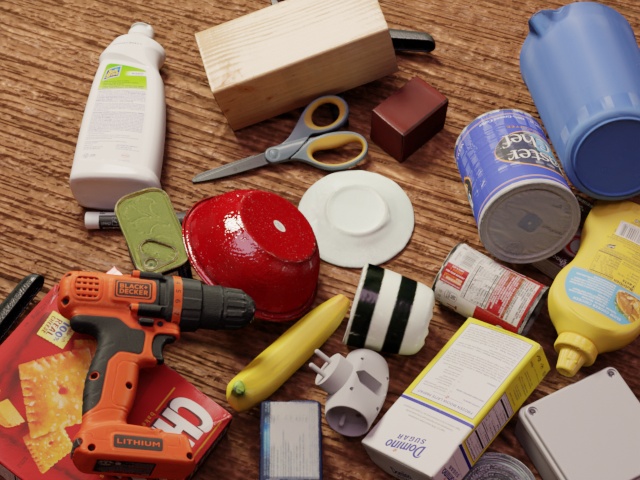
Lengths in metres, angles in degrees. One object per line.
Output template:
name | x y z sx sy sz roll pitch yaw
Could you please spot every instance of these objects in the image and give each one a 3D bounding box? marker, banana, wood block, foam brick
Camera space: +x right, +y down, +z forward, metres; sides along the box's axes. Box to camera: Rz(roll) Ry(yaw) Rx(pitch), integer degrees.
marker | -0.196 -0.022 1.166 0.121 0.020 0.020 0 58 0
banana | -0.036 0.117 1.044 0.037 0.070 0.197 52 41 -1
wood block | -0.025 -0.214 1.218 0.206 0.090 0.091 -20 64 3
foam brick | 0.101 -0.139 1.221 0.078 0.053 0.051 -40 66 -23

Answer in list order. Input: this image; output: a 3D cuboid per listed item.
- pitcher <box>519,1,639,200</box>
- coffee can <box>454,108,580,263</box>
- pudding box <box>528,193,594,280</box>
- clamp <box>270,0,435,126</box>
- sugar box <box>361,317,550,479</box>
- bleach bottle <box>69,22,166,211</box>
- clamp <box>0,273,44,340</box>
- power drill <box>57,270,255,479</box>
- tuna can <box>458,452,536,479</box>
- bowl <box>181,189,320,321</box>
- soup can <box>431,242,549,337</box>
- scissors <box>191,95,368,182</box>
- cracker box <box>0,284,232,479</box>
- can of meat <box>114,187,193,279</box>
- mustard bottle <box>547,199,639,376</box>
pitcher | 0.301 -0.141 1.136 0.149 0.145 0.242 1 35 1
coffee can | 0.203 -0.059 1.117 0.103 0.103 0.140 -4 38 -3
pudding box | 0.292 0.016 1.130 0.114 0.039 0.090 32 64 19
clamp | 0.010 -0.235 1.291 0.210 0.036 0.164 33 67 19
sugar box | 0.131 0.158 1.020 0.093 0.048 0.176 19 57 46
bleach bottle | -0.216 -0.152 1.224 0.102 0.068 0.250 3 55 2
clamp | -0.328 0.118 1.066 0.171 0.039 0.120 -34 59 -13
power drill | -0.148 0.117 0.960 0.184 0.057 0.187 5 58 -13
tuna can | 0.160 0.241 0.990 0.086 0.034 0.086 0 58 0
bowl | -0.057 0.001 1.083 0.162 0.055 0.162 25 39 -22
soup can | 0.172 0.053 1.090 0.102 0.068 0.068 29 62 17
scissors | -0.047 -0.116 1.214 0.201 0.016 0.096 -2 79 -1
cracker box | -0.215 0.169 0.990 0.214 0.072 0.164 35 64 6
can of meat | -0.169 0.011 1.106 0.057 0.084 0.102 -20 60 -13
mustard bottle | 0.280 0.052 1.056 0.096 0.058 0.191 27 66 12
